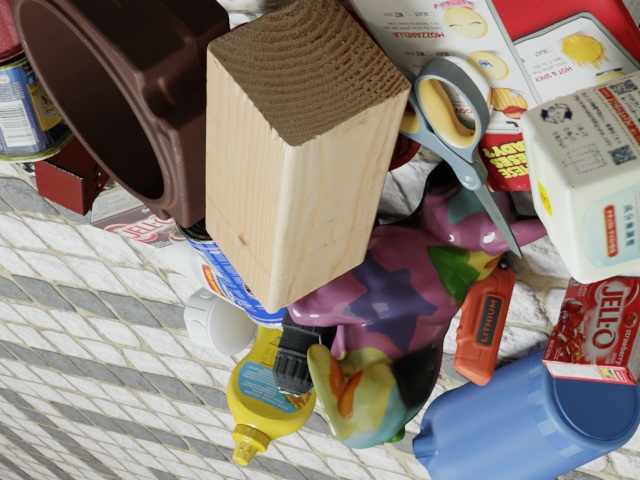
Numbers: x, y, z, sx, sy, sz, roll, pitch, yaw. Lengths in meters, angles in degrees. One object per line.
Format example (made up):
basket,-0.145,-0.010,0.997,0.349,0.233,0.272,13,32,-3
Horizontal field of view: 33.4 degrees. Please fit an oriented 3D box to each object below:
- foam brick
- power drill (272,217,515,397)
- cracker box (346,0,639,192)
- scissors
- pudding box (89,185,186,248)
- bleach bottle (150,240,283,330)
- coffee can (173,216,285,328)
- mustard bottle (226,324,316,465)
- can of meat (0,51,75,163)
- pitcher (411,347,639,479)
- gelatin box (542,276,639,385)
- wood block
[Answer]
foam brick,-0.228,-0.068,0.984,0.051,0.053,0.078,25,154,2
power drill,0.063,0.065,0.927,0.187,0.184,0.057,16,173,0
cracker box,0.129,-0.122,0.638,0.164,0.072,0.213,0,145,44
scissors,0.083,-0.055,0.712,0.096,0.016,0.201,22,157,27
pudding box,-0.154,-0.029,1.036,0.114,0.039,0.089,-18,155,39
bleach bottle,-0.067,0.043,1.116,0.251,0.068,0.102,23,153,10
coffee can,-0.056,0.001,0.983,0.103,0.102,0.140,6,147,34
mustard bottle,-0.046,0.151,1.144,0.096,0.191,0.058,23,153,6
can of meat,-0.240,-0.125,0.894,0.057,0.102,0.084,-2,120,19
pitcher,0.215,0.180,1.062,0.145,0.149,0.243,43,149,0
gelatin box,0.231,0.072,0.876,0.073,0.089,0.030,1,143,39
wood block,-0.017,-0.050,0.704,0.091,0.090,0.206,52,157,21
